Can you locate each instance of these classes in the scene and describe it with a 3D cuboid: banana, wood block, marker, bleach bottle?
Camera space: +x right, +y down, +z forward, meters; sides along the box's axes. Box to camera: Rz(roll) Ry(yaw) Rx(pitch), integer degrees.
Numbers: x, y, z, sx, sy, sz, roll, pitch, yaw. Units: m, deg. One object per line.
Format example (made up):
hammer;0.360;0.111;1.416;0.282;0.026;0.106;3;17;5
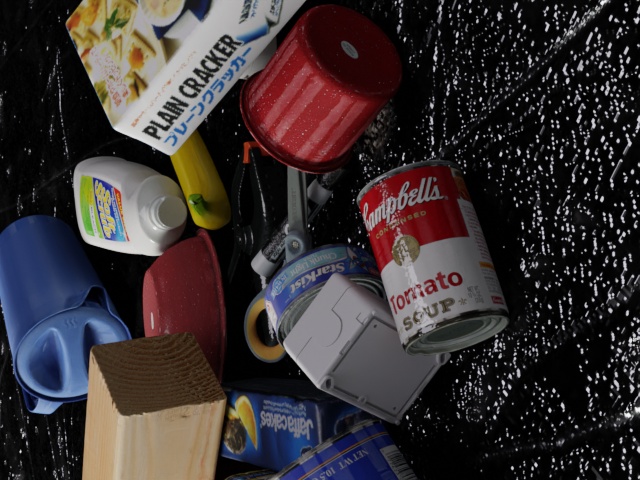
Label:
banana;-0.112;-0.063;0.973;0.198;0.037;0.069;-118;13;-54
wood block;-0.146;0.190;0.901;0.091;0.090;0.206;52;140;47
marker;-0.014;-0.020;0.810;0.121;0.020;0.020;-52;47;28
bleach bottle;-0.187;-0.038;1.074;0.251;0.068;0.102;-176;81;-65

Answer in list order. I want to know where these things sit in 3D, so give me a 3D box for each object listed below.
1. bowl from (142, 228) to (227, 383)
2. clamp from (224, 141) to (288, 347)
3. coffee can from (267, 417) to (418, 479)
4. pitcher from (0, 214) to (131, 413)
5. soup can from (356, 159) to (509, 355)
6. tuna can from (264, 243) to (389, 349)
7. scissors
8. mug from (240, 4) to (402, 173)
bowl;-0.129;0.070;0.981;0.162;0.055;0.162;176;90;-72
clamp;-0.056;0.001;0.897;0.120;0.039;0.171;11;102;57
coffee can;0.032;0.196;0.655;0.140;0.102;0.103;56;141;18
pitcher;-0.325;0.080;1.284;0.243;0.149;0.145;52;167;50
soup can;0.068;0.012;0.649;0.069;0.068;0.102;-46;54;52
tuna can;0.005;0.042;0.744;0.034;0.086;0.086;65;144;36
scissors;-0.031;0.012;0.807;0.096;0.016;0.202;-10;99;31
mug;0.006;-0.115;0.742;0.082;0.093;0.117;-47;16;46
